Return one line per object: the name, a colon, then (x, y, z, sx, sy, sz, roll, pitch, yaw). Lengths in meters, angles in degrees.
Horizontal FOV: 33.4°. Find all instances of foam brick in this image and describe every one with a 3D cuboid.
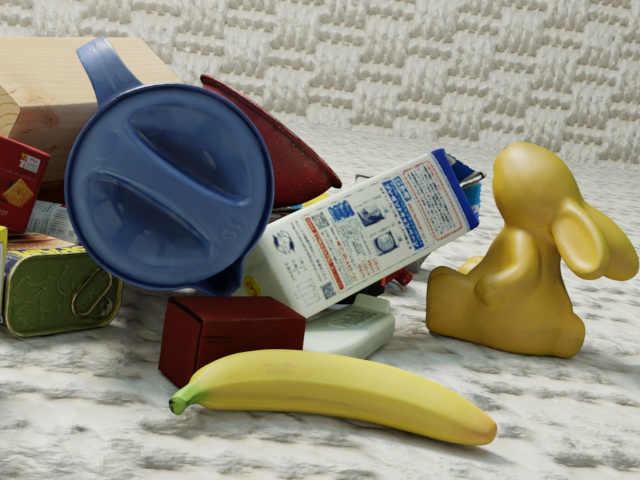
foam brick: (-0.056, 0.067, 0.689, 0.078, 0.053, 0.051, 3, 12, -33)

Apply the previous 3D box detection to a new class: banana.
banana: (0.006, 0.096, 0.646, 0.197, 0.037, 0.069, 6, 30, -11)

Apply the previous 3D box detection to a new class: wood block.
wood block: (-0.219, -0.113, 0.916, 0.091, 0.090, 0.205, 47, 31, 18)

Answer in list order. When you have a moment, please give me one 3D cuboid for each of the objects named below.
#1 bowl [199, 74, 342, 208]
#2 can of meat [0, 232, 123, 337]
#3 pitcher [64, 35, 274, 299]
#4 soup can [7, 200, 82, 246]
bowl: (-0.060, -0.077, 0.956, 0.162, 0.055, 0.162, 38, -5, 3)
can of meat: (-0.206, 0.028, 0.762, 0.084, 0.057, 0.101, 13, 11, 36)
pitcher: (-0.122, -0.057, 0.785, 0.145, 0.149, 0.243, 14, 4, -14)
soup can: (-0.233, 0.000, 0.857, 0.102, 0.068, 0.068, 10, 11, 2)
